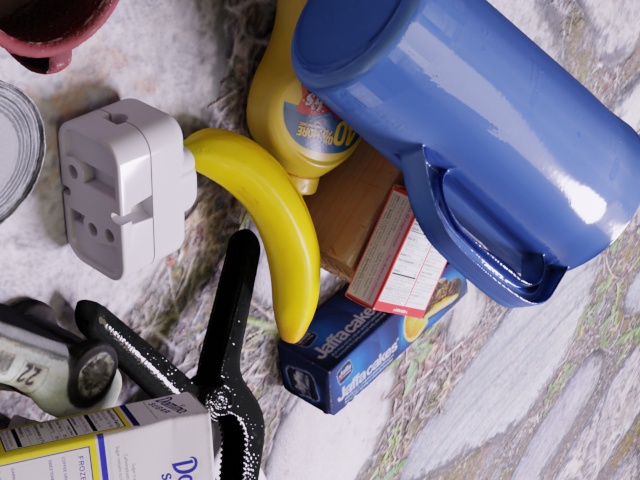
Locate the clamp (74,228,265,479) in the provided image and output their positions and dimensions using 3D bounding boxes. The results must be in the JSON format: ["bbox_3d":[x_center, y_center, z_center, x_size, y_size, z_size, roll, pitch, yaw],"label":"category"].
[{"bbox_3d":[-0.090,0.108,0.735,0.164,0.036,0.210,-16,102,-48],"label":"clamp"}]

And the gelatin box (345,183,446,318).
[{"bbox_3d":[0.063,0.009,0.773,0.073,0.030,0.089,15,100,-56],"label":"gelatin box"}]

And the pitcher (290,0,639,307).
[{"bbox_3d":[0.095,-0.075,0.691,0.242,0.149,0.145,33,105,-36],"label":"pitcher"}]

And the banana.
[{"bbox_3d":[-0.040,-0.010,0.730,0.070,0.037,0.197,-28,125,8],"label":"banana"}]

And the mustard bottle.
[{"bbox_3d":[-0.002,-0.108,0.738,0.096,0.058,0.192,1,113,-43],"label":"mustard bottle"}]

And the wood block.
[{"bbox_3d":[0.055,-0.071,0.819,0.206,0.091,0.090,-58,148,-7],"label":"wood block"}]

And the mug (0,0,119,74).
[{"bbox_3d":[-0.145,-0.131,0.492,0.093,0.082,0.117,-42,143,-31],"label":"mug"}]

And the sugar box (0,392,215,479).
[{"bbox_3d":[-0.146,0.148,0.591,0.176,0.048,0.093,-8,104,-25],"label":"sugar box"}]

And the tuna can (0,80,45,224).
[{"bbox_3d":[-0.185,-0.046,0.544,0.086,0.034,0.086,-35,139,-38],"label":"tuna can"}]
